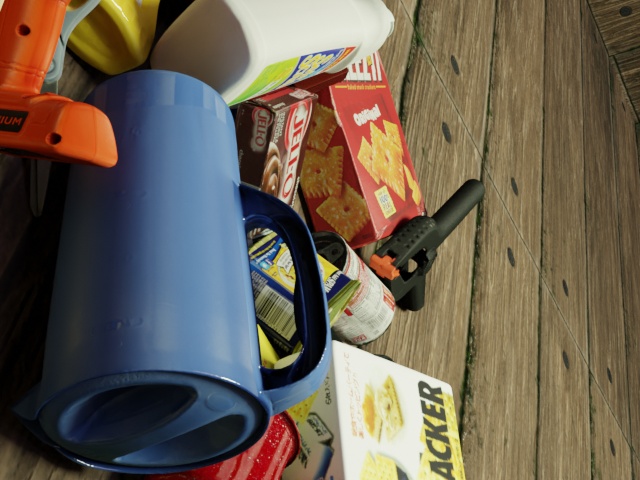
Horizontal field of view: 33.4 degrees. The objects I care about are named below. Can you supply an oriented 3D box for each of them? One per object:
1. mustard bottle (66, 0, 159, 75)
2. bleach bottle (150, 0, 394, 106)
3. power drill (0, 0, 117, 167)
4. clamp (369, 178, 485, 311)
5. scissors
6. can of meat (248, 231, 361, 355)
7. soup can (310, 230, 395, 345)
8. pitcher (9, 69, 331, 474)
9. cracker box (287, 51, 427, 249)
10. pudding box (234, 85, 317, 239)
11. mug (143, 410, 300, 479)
[{"bbox_3d":[-0.149,-0.218,0.796,0.096,0.058,0.191,50,35,-37],"label":"mustard bottle"},{"bbox_3d":[-0.014,-0.161,0.839,0.250,0.103,0.068,-25,84,-50],"label":"bleach bottle"},{"bbox_3d":[-0.141,-0.139,0.617,0.057,0.185,0.187,16,82,-54],"label":"power drill"},{"bbox_3d":[0.104,0.006,1.093,0.165,0.036,0.209,-62,161,10],"label":"clamp"},{"bbox_3d":[-0.192,-0.124,0.686,0.016,0.096,0.202,135,-27,-83],"label":"scissors"},{"bbox_3d":[-0.026,0.041,0.864,0.084,0.057,0.102,36,26,8],"label":"can of meat"},{"bbox_3d":[0.018,0.046,0.978,0.102,0.069,0.068,46,37,-46],"label":"soup can"},{"bbox_3d":[-0.093,0.012,0.670,0.149,0.145,0.243,21,48,-32],"label":"pitcher"},{"bbox_3d":[0.031,-0.103,1.083,0.164,0.072,0.214,-18,91,-65],"label":"cracker box"},{"bbox_3d":[-0.044,-0.067,0.890,0.089,0.039,0.113,-35,144,-62],"label":"pudding box"},{"bbox_3d":[-0.063,0.163,0.721,0.117,0.093,0.081,54,36,-23],"label":"mug"}]
